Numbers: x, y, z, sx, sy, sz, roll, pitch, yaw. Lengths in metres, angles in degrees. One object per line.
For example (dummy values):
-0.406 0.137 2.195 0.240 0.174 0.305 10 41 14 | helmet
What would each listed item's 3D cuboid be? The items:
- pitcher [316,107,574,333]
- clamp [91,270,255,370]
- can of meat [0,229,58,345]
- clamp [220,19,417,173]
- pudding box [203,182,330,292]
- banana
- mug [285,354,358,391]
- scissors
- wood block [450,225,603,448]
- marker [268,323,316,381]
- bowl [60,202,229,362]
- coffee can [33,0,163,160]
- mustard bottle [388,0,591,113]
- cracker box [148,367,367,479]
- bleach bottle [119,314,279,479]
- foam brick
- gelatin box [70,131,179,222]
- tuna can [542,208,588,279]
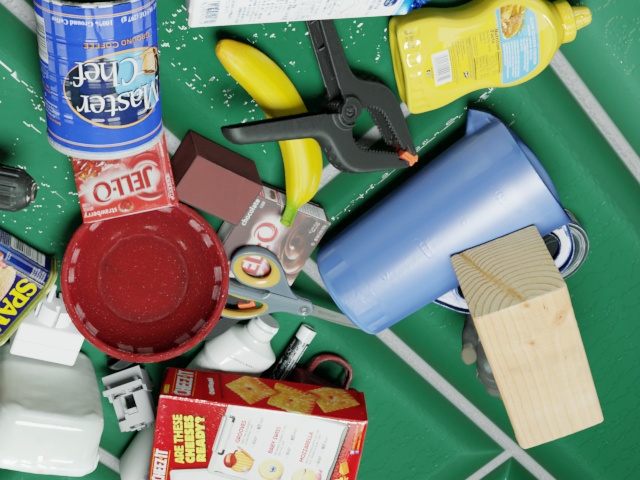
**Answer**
0.126 -0.002 1.081 0.243 0.149 0.144 -35 142 13 | pitcher
-0.156 0.066 1.110 0.171 0.039 0.120 -18 129 -4 | clamp
-0.319 0.040 1.036 0.083 0.057 0.102 36 108 -28 | can of meat
0.018 -0.134 1.003 0.209 0.036 0.164 23 87 -36 | clamp
-0.057 0.001 1.091 0.089 0.039 0.114 20 116 -26 | pudding box
-0.039 -0.111 1.009 0.037 0.069 0.198 2 125 38 | banana
-0.006 0.183 1.203 0.081 0.093 0.117 29 86 -25 | mug
-0.020 0.052 1.103 0.201 0.016 0.096 5 125 -18 | scissors
0.204 0.100 1.049 0.090 0.091 0.206 -21 130 6 | wood block
-0.044 0.147 1.188 0.020 0.020 0.121 27 99 -29 | marker
-0.173 0.037 1.049 0.162 0.055 0.162 0 89 -12 | bowl
-0.189 -0.154 0.913 0.102 0.103 0.140 -5 124 -12 | coffee can
0.164 -0.190 1.012 0.191 0.058 0.096 -16 124 -4 | mustard bottle
-0.069 0.230 1.126 0.213 0.072 0.164 8 111 -4 | cracker box
-0.120 0.184 1.183 0.102 0.068 0.251 26 111 -29 | bleach bottle
-0.103 -0.059 1.030 0.078 0.053 0.051 26 113 -28 | foam brick
-0.182 -0.060 0.989 0.089 0.030 0.073 -10 92 12 | gelatin box
0.252 0.006 1.181 0.086 0.034 0.086 -7 124 -11 | tuna can
